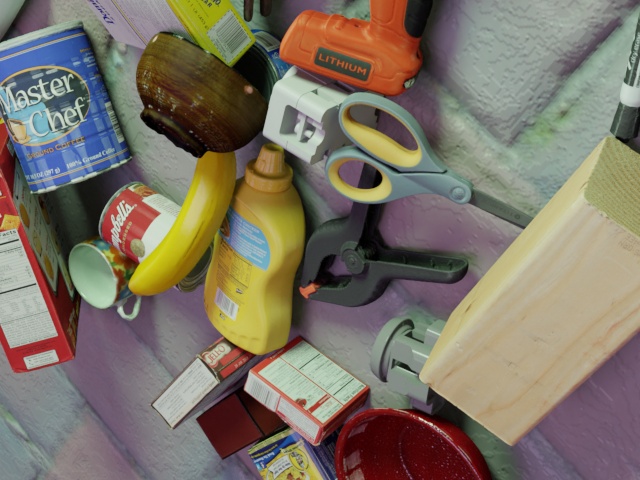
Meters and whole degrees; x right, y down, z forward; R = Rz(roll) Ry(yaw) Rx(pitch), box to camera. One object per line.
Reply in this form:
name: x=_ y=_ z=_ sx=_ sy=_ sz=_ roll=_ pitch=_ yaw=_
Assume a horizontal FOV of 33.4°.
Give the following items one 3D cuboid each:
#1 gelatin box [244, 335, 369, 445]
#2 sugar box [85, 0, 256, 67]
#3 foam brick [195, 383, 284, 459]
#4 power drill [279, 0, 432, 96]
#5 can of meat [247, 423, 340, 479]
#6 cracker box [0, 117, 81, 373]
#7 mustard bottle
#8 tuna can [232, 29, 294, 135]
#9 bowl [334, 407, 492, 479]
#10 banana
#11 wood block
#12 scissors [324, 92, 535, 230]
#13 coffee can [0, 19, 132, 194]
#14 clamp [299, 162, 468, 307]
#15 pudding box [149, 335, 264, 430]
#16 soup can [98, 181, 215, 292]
gelatin box: x=-0.012 y=0.135 z=0.967 sx=0.089 sy=0.073 sz=0.030 roll=35 pitch=130 yaw=20
sugar box: x=-0.136 y=-0.196 z=0.874 sx=0.176 sy=0.048 sz=0.093 roll=28 pitch=160 yaw=47
foam brick: x=-0.074 y=0.173 z=1.050 sx=0.078 sy=0.052 sz=0.051 roll=-36 pitch=86 yaw=44
power drill: x=0.026 y=-0.206 z=0.749 sx=0.184 sy=0.057 sz=0.188 roll=21 pitch=129 yaw=7
can of meat: x=-0.013 y=0.215 z=1.018 sx=0.102 sy=0.057 sz=0.084 roll=-35 pitch=85 yaw=43
cracker box: x=-0.306 y=0.001 z=1.067 sx=0.072 sy=0.164 sz=0.213 roll=-16 pitch=115 yaw=-2
mustard bottle: x=-0.056 y=0.001 z=0.945 sx=0.096 sy=0.058 sz=0.192 roll=40 pitch=133 yaw=38
tuna can: x=-0.057 y=-0.133 z=0.899 sx=0.086 sy=0.033 sz=0.086 roll=18 pitch=122 yaw=32
bowl: x=0.092 y=0.206 z=0.928 sx=0.162 sy=0.055 sz=0.162 roll=18 pitch=122 yaw=32
banana: x=-0.116 y=-0.015 z=0.929 sx=0.198 sy=0.037 sz=0.070 roll=-61 pitch=33 yaw=24
wood block: x=0.168 y=0.039 z=0.749 sx=0.090 sy=0.090 sz=0.206 roll=36 pitch=131 yaw=1
scissors: x=0.086 y=-0.031 z=0.799 sx=0.201 sy=0.016 sz=0.096 roll=39 pitch=127 yaw=-8
coffee can: x=-0.251 y=-0.127 z=1.015 sx=0.103 sy=0.102 sz=0.140 roll=-8 pitch=106 yaw=41
clamp: x=0.045 y=0.015 z=0.885 sx=0.120 sy=0.039 sz=0.172 roll=54 pitch=140 yaw=11
pudding box: x=-0.102 y=0.126 z=1.025 sx=0.039 sy=0.089 sz=0.114 roll=49 pitch=133 yaw=8
soup can: x=-0.151 y=-0.003 z=1.017 sx=0.102 sy=0.068 sz=0.069 roll=31 pitch=128 yaw=23
